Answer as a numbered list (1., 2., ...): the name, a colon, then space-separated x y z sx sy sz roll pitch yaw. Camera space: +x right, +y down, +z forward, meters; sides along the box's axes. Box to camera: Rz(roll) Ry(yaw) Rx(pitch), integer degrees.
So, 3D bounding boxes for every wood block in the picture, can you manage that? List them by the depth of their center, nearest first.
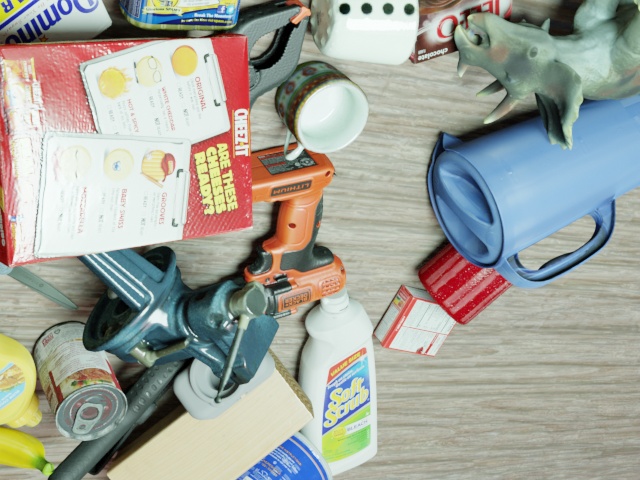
1. wood block: -0.115 0.210 1.147 0.206 0.090 0.091 -38 94 0

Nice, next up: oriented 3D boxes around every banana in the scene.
1. banana: -0.351 0.193 1.025 0.197 0.070 0.037 8 84 -7

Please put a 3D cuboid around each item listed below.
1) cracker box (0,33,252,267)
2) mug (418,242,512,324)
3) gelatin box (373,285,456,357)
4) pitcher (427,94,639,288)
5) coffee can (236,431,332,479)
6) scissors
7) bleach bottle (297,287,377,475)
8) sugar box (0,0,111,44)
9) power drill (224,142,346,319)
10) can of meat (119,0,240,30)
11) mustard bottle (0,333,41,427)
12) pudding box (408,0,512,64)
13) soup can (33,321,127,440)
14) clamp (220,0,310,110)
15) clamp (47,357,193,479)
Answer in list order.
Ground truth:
1. cracker box: -0.162 -0.078 0.848 0.213 0.072 0.164 -10 107 -35
2. mug: 0.168 0.041 1.217 0.081 0.093 0.117 -42 170 11
3. gelatin box: 0.116 0.096 1.259 0.089 0.030 0.073 14 114 -37
4. pitcher: 0.251 -0.065 1.136 0.242 0.145 0.149 -23 122 -20
5. coffee can: -0.069 0.291 1.209 0.140 0.103 0.103 -41 140 -33
6. scissors: -0.309 0.026 0.962 0.096 0.016 0.201 -31 133 -3
7. bleach bottle: 0.013 0.158 1.225 0.102 0.068 0.251 -18 129 -18
8. sugar box: -0.233 -0.218 0.801 0.093 0.048 0.176 -29 132 -9
9. power drill: -0.057 0.001 1.067 0.184 0.057 0.188 -17 133 -24
10. can of meat: -0.109 -0.219 0.866 0.101 0.057 0.084 -5 127 -28
11. mustard bottle: -0.324 0.123 0.999 0.096 0.058 0.191 -33 134 2
12. pudding box: 0.129 -0.227 1.012 0.113 0.039 0.090 -18 132 -17
13. soup can: -0.234 0.134 1.030 0.068 0.102 0.068 -15 129 -20
14. clamp: -0.082 -0.151 0.947 0.120 0.039 0.171 25 105 -46
15. clamp: -0.193 0.174 1.103 0.210 0.036 0.164 -49 178 -11
